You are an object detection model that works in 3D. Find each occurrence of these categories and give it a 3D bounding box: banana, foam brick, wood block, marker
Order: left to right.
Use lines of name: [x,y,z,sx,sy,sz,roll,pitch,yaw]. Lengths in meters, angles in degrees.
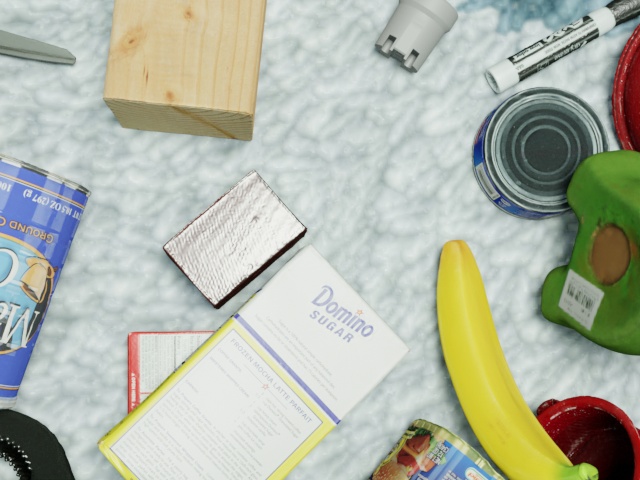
wood block: [-0.076,-0.176,0.674,0.090,0.091,0.206,6,85,-3]
foam brick: [-0.054,0.001,0.680,0.078,0.053,0.051,-40,89,-5]
banana: [0.111,0.086,0.656,0.037,0.198,0.070,8,128,-31]
marker: [0.167,-0.136,0.720,0.121,0.020,0.020,-29,88,-5]

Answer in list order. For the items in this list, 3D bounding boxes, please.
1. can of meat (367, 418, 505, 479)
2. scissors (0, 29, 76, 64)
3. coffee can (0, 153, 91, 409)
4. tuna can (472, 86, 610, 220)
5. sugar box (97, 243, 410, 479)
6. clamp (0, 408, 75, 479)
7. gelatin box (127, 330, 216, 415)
can of meat: [0.060,0.159,0.650,0.057,0.102,0.084,40,82,-4]
scissors: [-0.262,-0.161,0.700,0.201,0.016,0.096,-1,85,-3]
coffee can: [-0.211,0.019,0.645,0.103,0.103,0.140,19,84,-2]
tuna can: [0.145,-0.058,0.705,0.086,0.034,0.086,0,85,-3]
sugar box: [-0.040,0.095,0.648,0.176,0.048,0.093,-43,92,-12]
clamp: [-0.165,0.166,0.642,0.210,0.036,0.164,50,46,9]
gelatin box: [-0.078,0.094,0.682,0.089,0.030,0.073,-1,85,-6]
